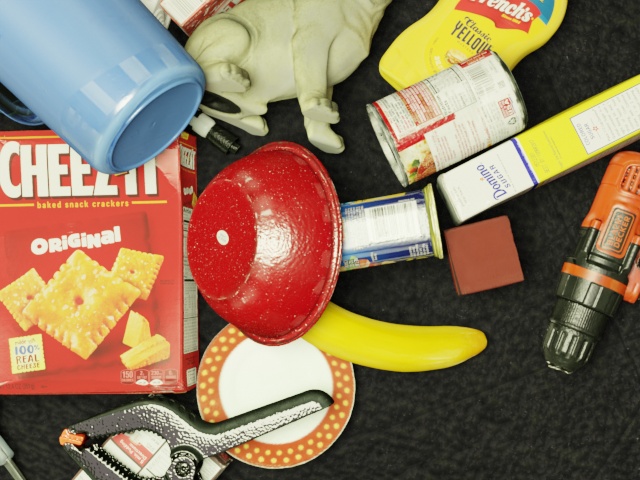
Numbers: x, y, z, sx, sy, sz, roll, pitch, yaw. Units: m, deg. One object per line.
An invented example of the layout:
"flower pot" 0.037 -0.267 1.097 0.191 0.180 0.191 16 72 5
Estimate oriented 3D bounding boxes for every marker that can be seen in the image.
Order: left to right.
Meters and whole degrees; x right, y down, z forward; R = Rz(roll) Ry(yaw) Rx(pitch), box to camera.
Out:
"marker" -0.117 -0.111 0.895 0.121 0.020 0.020 36 92 4

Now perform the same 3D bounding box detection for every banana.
"banana" 0.035 0.066 0.859 0.198 0.037 0.069 25 76 0

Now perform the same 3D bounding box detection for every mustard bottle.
"mustard bottle" 0.140 -0.183 0.854 0.096 0.058 0.191 39 92 3

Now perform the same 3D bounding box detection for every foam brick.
"foam brick" 0.127 0.012 0.842 0.051 0.078 0.053 -13 88 6

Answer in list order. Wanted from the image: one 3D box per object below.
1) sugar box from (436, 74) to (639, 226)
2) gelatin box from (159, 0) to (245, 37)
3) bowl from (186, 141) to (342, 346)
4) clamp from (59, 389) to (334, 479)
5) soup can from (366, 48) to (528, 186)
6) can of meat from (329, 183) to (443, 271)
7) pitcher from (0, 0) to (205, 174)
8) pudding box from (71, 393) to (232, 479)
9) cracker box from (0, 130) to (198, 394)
"sugar box" 0.177 -0.069 0.831 0.176 0.093 0.048 -24 87 4
"gelatin box" -0.082 -0.204 0.866 0.089 0.073 0.030 -44 85 3
"bowl" -0.055 0.001 0.822 0.162 0.055 0.162 -6 82 48
"clamp" -0.102 0.188 0.840 0.210 0.036 0.164 7 87 3
"soup can" 0.094 -0.092 0.796 0.102 0.068 0.068 -25 87 0
"can of meat" 0.051 -0.008 0.838 0.084 0.102 0.057 -9 89 7
"pitcher" -0.206 -0.159 0.802 0.145 0.149 0.243 -44 78 -5
"pudding box" -0.143 0.195 0.883 0.090 0.039 0.113 42 94 3
"cracker box" -0.186 0.017 0.872 0.164 0.072 0.214 -1 88 5
